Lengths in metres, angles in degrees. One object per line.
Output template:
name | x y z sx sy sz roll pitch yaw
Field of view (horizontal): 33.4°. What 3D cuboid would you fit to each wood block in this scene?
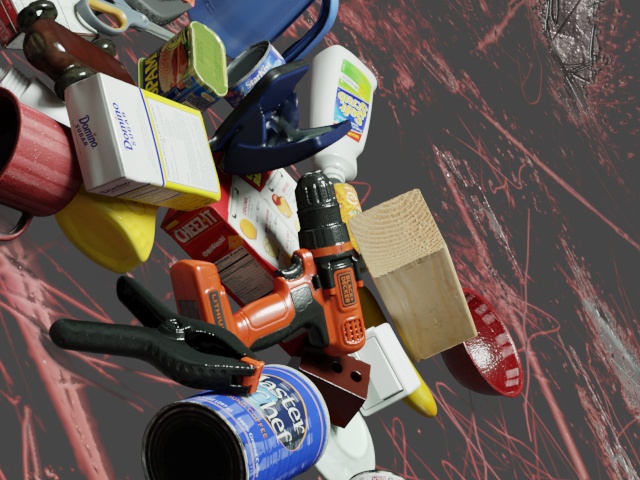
wood block | 0.111 0.046 1.249 0.206 0.090 0.091 63 4 -53

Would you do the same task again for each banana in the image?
banana | 0.081 0.126 1.268 0.069 0.037 0.198 -14 74 -61

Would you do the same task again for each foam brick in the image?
foam brick | 0.006 0.144 1.081 0.078 0.051 0.053 26 35 -10

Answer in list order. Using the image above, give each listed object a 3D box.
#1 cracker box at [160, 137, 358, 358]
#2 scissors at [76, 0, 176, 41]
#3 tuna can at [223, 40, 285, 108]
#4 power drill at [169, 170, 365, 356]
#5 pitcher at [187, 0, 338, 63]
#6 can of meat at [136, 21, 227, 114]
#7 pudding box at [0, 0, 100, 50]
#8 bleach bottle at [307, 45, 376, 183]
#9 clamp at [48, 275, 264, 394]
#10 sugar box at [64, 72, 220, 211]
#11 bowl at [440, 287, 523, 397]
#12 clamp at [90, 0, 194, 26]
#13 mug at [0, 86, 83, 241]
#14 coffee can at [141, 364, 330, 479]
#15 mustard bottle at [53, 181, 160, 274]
cracker box | -0.057 0.001 1.129 0.213 0.072 0.164 46 29 -20
scissors | -0.206 -0.250 1.134 0.096 0.016 0.201 61 20 2
tuna can | -0.083 -0.197 1.272 0.033 0.086 0.086 46 30 -25
power drill | -0.045 0.036 1.011 0.187 0.057 0.184 -14 93 -32
pitcher | -0.040 -0.329 1.305 0.149 0.243 0.145 33 40 -30
can of meat | -0.147 -0.174 1.143 0.057 0.084 0.102 32 37 -40
pudding box | -0.277 -0.229 1.034 0.113 0.039 0.090 -12 74 -60
bleach bottle | 0.026 -0.153 1.436 0.102 0.068 0.250 40 35 -31
clamp | -0.133 0.085 0.877 0.172 0.039 0.120 23 31 22
sugar box | -0.152 -0.081 0.935 0.176 0.048 0.093 10 63 -66
bowl | 0.206 0.146 1.434 0.162 0.055 0.162 39 33 -32
clamp | -0.219 -0.283 1.187 0.209 0.036 0.164 22 50 -50
mug | -0.248 -0.056 0.867 0.081 0.093 0.117 26 72 -53
coffee can | -0.069 0.169 0.903 0.140 0.103 0.103 -12 73 -61
mustard bottle | -0.183 -0.061 0.998 0.096 0.058 0.191 46 29 -25
